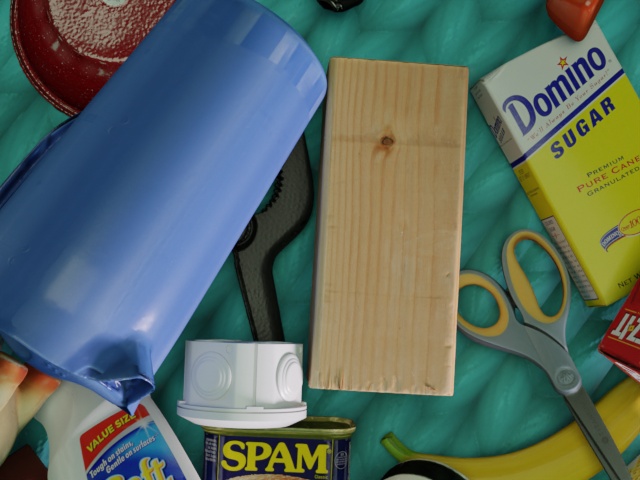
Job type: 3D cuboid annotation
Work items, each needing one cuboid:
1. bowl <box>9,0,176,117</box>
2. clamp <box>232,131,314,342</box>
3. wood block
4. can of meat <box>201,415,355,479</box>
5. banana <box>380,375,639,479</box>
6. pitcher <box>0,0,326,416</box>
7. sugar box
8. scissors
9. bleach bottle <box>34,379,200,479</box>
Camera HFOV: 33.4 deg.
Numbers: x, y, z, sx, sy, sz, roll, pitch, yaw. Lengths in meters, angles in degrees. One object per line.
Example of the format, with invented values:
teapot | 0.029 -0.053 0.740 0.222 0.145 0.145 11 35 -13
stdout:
bowl | -0.134 -0.158 0.719 0.162 0.055 0.162 0 86 -2
clamp | -0.055 0.001 0.720 0.164 0.036 0.210 31 82 -10
wood block | 0.042 -0.006 0.700 0.091 0.090 0.206 4 86 -2
can of meat | -0.030 0.160 0.702 0.102 0.057 0.084 2 89 -2
banana | 0.144 0.142 0.721 0.197 0.037 0.069 -14 88 -4
pitcher | -0.110 -0.032 0.641 0.149 0.145 0.242 35 77 -6
sugar box | 0.186 -0.053 0.732 0.093 0.048 0.176 -29 89 -6
scissors | 0.142 0.089 0.710 0.096 0.016 0.202 -12 70 6
bleach bottle | -0.123 0.162 0.655 0.102 0.068 0.251 -16 58 -32
